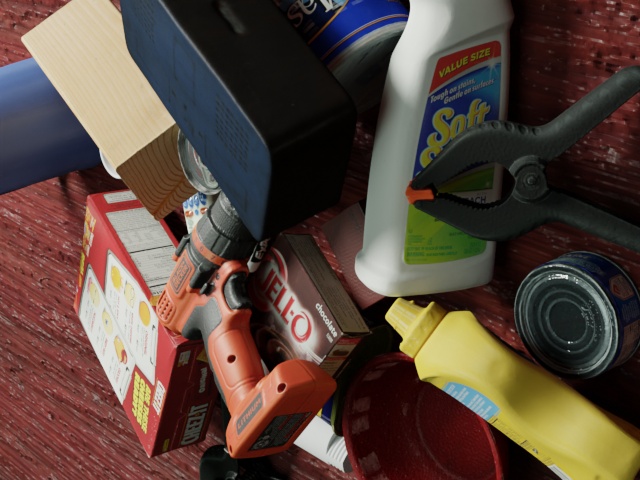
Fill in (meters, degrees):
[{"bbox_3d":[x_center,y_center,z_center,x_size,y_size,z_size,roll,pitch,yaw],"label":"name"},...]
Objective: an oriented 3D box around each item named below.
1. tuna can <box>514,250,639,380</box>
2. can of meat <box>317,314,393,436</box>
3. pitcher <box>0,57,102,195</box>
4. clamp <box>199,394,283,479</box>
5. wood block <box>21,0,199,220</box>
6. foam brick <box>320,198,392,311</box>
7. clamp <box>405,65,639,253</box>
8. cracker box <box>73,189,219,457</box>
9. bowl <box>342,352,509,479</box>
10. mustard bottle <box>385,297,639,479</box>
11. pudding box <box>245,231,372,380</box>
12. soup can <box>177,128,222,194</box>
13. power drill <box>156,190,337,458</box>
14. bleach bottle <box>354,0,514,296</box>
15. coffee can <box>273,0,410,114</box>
[{"bbox_3d":[0.177,0.052,0.736,0.086,0.033,0.086,18,116,42],"label":"tuna can"},{"bbox_3d":[0.009,0.102,0.916,0.084,0.057,0.102,30,123,40],"label":"can of meat"},{"bbox_3d":[-0.350,-0.098,1.093,0.145,0.242,0.149,11,118,43],"label":"pitcher"},{"bbox_3d":[-0.063,0.239,1.043,0.164,0.036,0.210,46,141,11],"label":"clamp"},{"bbox_3d":[-0.176,-0.128,0.969,0.206,0.091,0.090,49,174,34],"label":"wood block"},{"bbox_3d":[0.047,0.007,0.846,0.053,0.051,0.078,-32,79,46],"label":"foam brick"},{"bbox_3d":[0.144,-0.033,0.692,0.172,0.039,0.120,-16,91,16],"label":"clamp"},{"bbox_3d":[-0.170,0.077,1.057,0.214,0.072,0.164,53,141,35],"label":"cracker box"},{"bbox_3d":[0.093,0.159,0.845,0.162,0.055,0.162,18,116,42],"label":"bowl"},{"bbox_3d":[0.127,0.102,0.728,0.192,0.058,0.096,35,172,9],"label":"mustard bottle"},{"bbox_3d":[-0.017,0.063,0.864,0.113,0.039,0.090,56,129,31],"label":"pudding box"},{"bbox_3d":[-0.059,-0.081,0.892,0.069,0.102,0.068,18,115,42],"label":"soup can"},{"bbox_3d":[-0.056,0.060,0.837,0.185,0.057,0.188,-57,47,38],"label":"power drill"},{"bbox_3d":[0.080,-0.090,0.742,0.068,0.102,0.251,-135,43,-62],"label":"bleach bottle"},{"bbox_3d":[0.000,-0.174,0.798,0.140,0.102,0.103,56,136,17],"label":"coffee can"}]
